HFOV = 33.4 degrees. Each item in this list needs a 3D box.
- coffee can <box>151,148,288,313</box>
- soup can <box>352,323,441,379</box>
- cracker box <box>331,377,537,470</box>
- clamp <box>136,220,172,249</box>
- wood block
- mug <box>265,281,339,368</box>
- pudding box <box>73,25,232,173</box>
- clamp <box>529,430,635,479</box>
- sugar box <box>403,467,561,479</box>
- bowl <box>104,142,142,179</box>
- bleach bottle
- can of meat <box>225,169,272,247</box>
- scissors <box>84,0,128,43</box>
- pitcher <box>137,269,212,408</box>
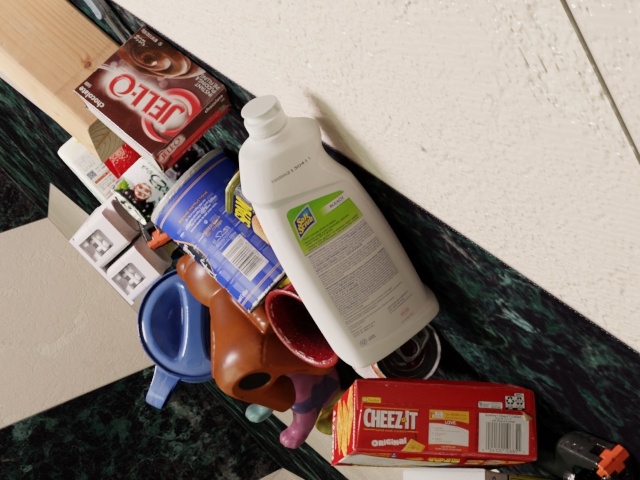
[{"bbox_3d":[-0.087,-0.010,1.090,0.140,0.102,0.103,43,166,3],"label":"coffee can"},{"bbox_3d":[0.071,0.109,1.062,0.068,0.068,0.102,46,167,-6],"label":"soup can"},{"bbox_3d":[0.100,0.181,1.027,0.164,0.072,0.214,3,165,-4],"label":"cracker box"},{"bbox_3d":[-0.224,-0.063,1.342,0.164,0.036,0.210,55,-175,-31],"label":"clamp"},{"bbox_3d":[-0.276,-0.192,1.119,0.206,0.090,0.090,41,166,12],"label":"wood block"},{"bbox_3d":[-0.001,0.062,1.051,0.117,0.081,0.093,7,129,47],"label":"mug"},{"bbox_3d":[-0.149,-0.126,0.950,0.114,0.090,0.039,38,166,26],"label":"pudding box"},{"bbox_3d":[0.243,0.217,0.951,0.120,0.039,0.171,42,166,3],"label":"clamp"},{"bbox_3d":[0.166,0.250,1.048,0.094,0.048,0.175,-9,164,38],"label":"sugar box"},{"bbox_3d":[-0.237,-0.121,1.244,0.162,0.055,0.162,49,167,15],"label":"bowl"},{"bbox_3d":[0.009,-0.013,0.859,0.068,0.102,0.250,36,159,52],"label":"bleach bottle"},{"bbox_3d":[-0.039,-0.030,0.992,0.084,0.057,0.102,41,166,6],"label":"can of meat"},{"bbox_3d":[-0.222,-0.231,1.008,0.096,0.016,0.201,34,163,42],"label":"scissors"},{"bbox_3d":[-0.165,0.128,1.355,0.243,0.149,0.145,117,134,-76],"label":"pitcher"}]
